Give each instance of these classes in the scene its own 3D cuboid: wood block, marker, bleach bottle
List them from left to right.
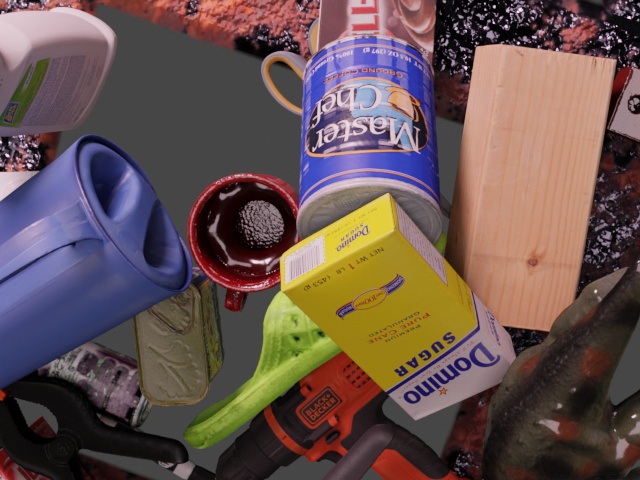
[{"bbox_3d":[-0.224,-0.126,0.778,0.068,0.250,0.102,24,99,2],"label":"bleach bottle"},{"bbox_3d":[-0.140,0.185,0.930,0.121,0.020,0.020,31,100,1],"label":"marker"},{"bbox_3d":[0.156,-0.042,0.826,0.090,0.090,0.206,7,98,-5],"label":"wood block"}]

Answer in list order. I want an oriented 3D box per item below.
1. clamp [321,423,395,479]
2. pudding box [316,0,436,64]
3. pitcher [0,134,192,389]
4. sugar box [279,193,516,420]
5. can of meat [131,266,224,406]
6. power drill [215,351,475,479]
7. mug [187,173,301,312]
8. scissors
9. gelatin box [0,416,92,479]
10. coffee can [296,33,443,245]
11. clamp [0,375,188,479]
[{"bbox_3d":[-0.008,0.254,0.863,0.210,0.036,0.164,-22,97,9],"label":"clamp"},{"bbox_3d":[0.044,-0.179,0.838,0.090,0.039,0.113,4,90,-4],"label":"pudding box"},{"bbox_3d":[-0.230,0.037,0.792,0.243,0.145,0.149,-32,132,14],"label":"pitcher"},{"bbox_3d":[0.058,0.053,0.755,0.093,0.048,0.176,-29,125,21],"label":"sugar box"},{"bbox_3d":[-0.114,0.075,0.879,0.057,0.084,0.102,-5,98,7],"label":"can of meat"},{"bbox_3d":[0.029,0.196,0.892,0.184,0.057,0.187,-42,95,13],"label":"power drill"},{"bbox_3d":[-0.056,0.001,0.864,0.093,0.081,0.117,12,99,4],"label":"mug"},{"bbox_3d":[0.047,-0.108,0.871,0.202,0.016,0.096,31,100,1],"label":"scissors"},{"bbox_3d":[-0.243,0.200,0.907,0.030,0.089,0.073,-37,92,19],"label":"gelatin box"},{"bbox_3d":[0.036,-0.065,0.783,0.103,0.103,0.140,-3,56,6],"label":"coffee can"},{"bbox_3d":[-0.207,0.178,0.871,0.171,0.039,0.120,32,87,3],"label":"clamp"}]
